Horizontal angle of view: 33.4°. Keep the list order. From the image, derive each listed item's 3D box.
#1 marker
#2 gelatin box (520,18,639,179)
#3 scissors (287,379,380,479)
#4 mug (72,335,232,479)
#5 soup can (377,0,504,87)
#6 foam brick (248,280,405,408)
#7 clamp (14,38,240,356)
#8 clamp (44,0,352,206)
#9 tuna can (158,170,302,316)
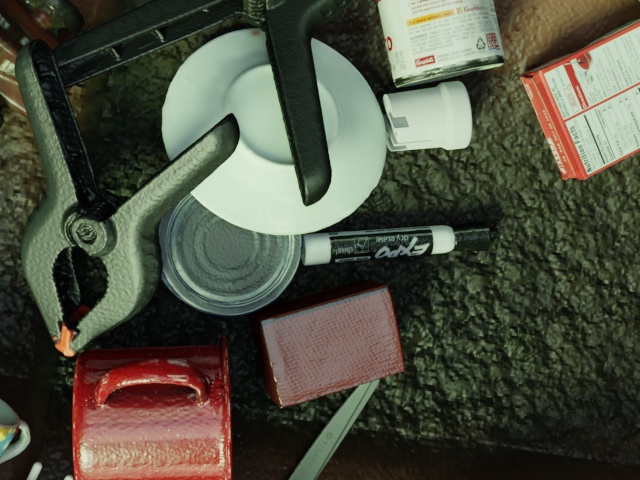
[{"bbox_3d":[0.048,0.001,0.645,0.121,0.020,0.020,-4,93,-12],"label":"marker"},{"bbox_3d":[0.179,-0.088,0.665,0.089,0.030,0.073,-27,98,-11],"label":"gelatin box"},{"bbox_3d":[-0.013,0.175,0.639,0.201,0.016,0.096,-39,101,-8],"label":"scissors"},{"bbox_3d":[-0.090,0.093,0.573,0.081,0.117,0.093,-1,62,-8],"label":"mug"},{"bbox_3d":[0.066,-0.146,0.620,0.068,0.068,0.102,-13,95,-12],"label":"soup can"},{"bbox_3d":[0.003,0.058,0.620,0.078,0.053,0.051,-15,95,-10],"label":"foam brick"},{"bbox_3d":[-0.124,-0.020,0.565,0.120,0.039,0.172,32,115,7],"label":"clamp"},{"bbox_3d":[-0.045,-0.136,0.592,0.164,0.036,0.210,19,71,1],"label":"clamp"},{"bbox_3d":[-0.054,0.001,0.615,0.086,0.034,0.086,0,92,-12],"label":"tuna can"}]
